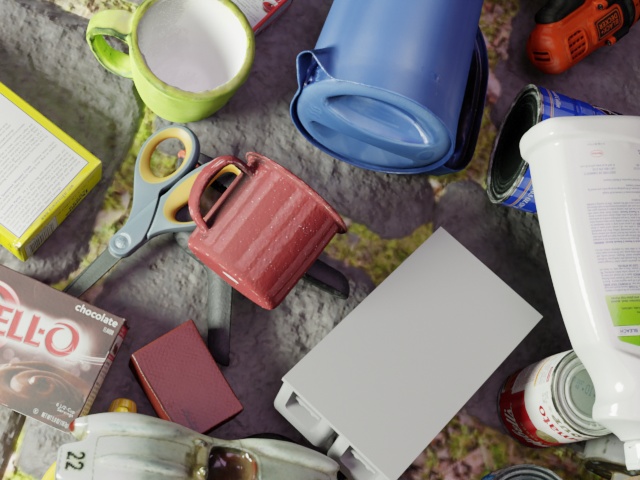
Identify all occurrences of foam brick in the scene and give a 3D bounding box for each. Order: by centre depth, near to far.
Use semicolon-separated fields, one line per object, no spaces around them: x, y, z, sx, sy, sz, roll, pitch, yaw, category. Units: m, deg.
-0.101;0.108;0.789;0.053;0.051;0.078;-28;83;-18;foam brick

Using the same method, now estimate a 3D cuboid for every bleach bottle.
0.211;0.038;0.770;0.102;0.068;0.251;-2;77;-11;bleach bottle

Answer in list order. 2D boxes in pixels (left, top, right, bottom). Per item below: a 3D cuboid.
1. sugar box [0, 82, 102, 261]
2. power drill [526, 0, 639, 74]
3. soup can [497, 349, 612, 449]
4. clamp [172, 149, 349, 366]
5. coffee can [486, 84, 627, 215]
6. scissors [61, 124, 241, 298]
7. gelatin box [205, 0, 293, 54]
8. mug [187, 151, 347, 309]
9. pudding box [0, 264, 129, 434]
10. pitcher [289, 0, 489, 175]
-0.262;-0.075;0.805;0.176;0.048;0.093;38;70;3;sugar box
0.232;-0.261;0.927;0.184;0.057;0.187;-38;119;-29;power drill
0.188;0.123;0.827;0.068;0.102;0.068;4;74;-13;soup can
-0.055;0.001;0.835;0.120;0.039;0.171;-19;80;-17;clamp
0.223;-0.060;0.886;0.140;0.103;0.103;16;72;-9;coffee can
-0.153;-0.017;0.815;0.201;0.016;0.096;-29;74;-4;scissors
-0.076;-0.200;0.893;0.073;0.030;0.089;41;69;2;gelatin box
-0.048;-0.011;0.766;0.081;0.093;0.117;-52;128;-10;mug
-0.207;0.077;0.768;0.113;0.039;0.090;24;77;1;pudding box
0.078;-0.180;0.881;0.145;0.149;0.242;14;68;9;pitcher
